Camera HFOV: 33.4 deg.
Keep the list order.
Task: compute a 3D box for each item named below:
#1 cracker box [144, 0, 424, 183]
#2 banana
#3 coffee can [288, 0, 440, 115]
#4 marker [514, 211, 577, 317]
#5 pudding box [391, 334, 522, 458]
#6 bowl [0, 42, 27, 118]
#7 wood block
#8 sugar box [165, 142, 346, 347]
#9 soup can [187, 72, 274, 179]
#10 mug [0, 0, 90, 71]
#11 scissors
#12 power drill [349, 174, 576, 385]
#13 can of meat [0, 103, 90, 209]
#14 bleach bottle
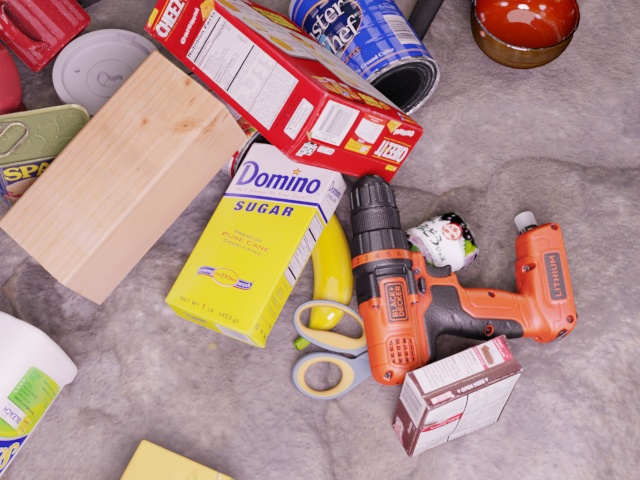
[{"bbox_3d":[-0.033,-0.144,0.958,0.214,0.163,0.072,43,109,30],"label":"cracker box"},{"bbox_3d":[-0.009,0.004,0.995,0.069,0.037,0.198,-8,61,-8],"label":"banana"},{"bbox_3d":[0.043,-0.198,1.076,0.102,0.103,0.140,-22,64,-15],"label":"coffee can"},{"bbox_3d":[0.212,0.027,1.001,0.020,0.020,0.121,-13,61,-10],"label":"marker"},{"bbox_3d":[0.111,0.131,0.883,0.090,0.113,0.039,-20,63,-15],"label":"pudding box"},{"bbox_3d":[-0.351,-0.172,1.014,0.162,0.162,0.055,25,104,11],"label":"bowl"},{"bbox_3d":[-0.174,-0.055,0.955,0.090,0.090,0.206,39,86,18],"label":"wood block"},{"bbox_3d":[-0.057,0.001,0.965,0.093,0.048,0.176,19,73,23],"label":"sugar box"},{"bbox_3d":[-0.099,-0.110,1.040,0.102,0.068,0.068,35,64,17],"label":"soup can"},{"bbox_3d":[-0.288,-0.221,1.064,0.093,0.117,0.081,-39,105,17],"label":"mug"},{"bbox_3d":[0.062,0.118,0.941,0.201,0.016,0.096,25,82,-3],"label":"scissors"},{"bbox_3d":[0.119,0.028,0.928,0.187,0.057,0.184,-4,77,-12],"label":"power drill"},{"bbox_3d":[-0.260,-0.076,1.003,0.102,0.084,0.057,-11,61,-9],"label":"can of meat"},{"bbox_3d":[-0.295,0.184,0.854,0.068,0.102,0.250,21,67,19],"label":"bleach bottle"}]
